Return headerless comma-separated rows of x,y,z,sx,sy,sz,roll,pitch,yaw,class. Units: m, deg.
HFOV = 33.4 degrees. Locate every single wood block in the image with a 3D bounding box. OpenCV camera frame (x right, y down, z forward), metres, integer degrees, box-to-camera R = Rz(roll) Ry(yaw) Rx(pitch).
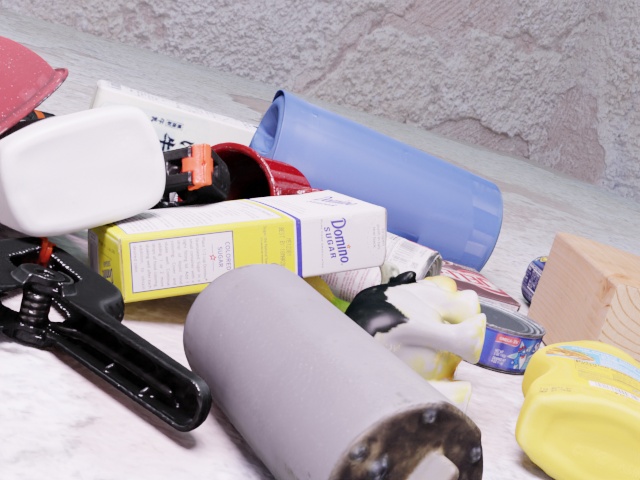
0.246,0.065,0.890,0.090,0.091,0.206,18,11,-4,wood block

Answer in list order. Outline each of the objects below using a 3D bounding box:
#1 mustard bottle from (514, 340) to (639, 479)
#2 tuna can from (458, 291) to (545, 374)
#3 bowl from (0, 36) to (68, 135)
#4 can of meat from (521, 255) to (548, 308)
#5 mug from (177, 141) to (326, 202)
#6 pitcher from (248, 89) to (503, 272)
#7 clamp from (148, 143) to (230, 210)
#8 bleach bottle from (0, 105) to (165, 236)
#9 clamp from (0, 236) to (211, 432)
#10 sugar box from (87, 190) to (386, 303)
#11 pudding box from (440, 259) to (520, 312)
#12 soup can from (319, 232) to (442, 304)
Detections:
0.174,0.103,0.670,0.096,0.058,0.191,19,11,9,mustard bottle
0.126,0.070,0.819,0.086,0.034,0.086,17,11,-4,tuna can
-0.241,-0.085,0.672,0.055,0.162,0.162,59,-5,-22,bowl
0.251,0.055,1.039,0.102,0.057,0.084,18,8,-1,can of meat
-0.046,-0.030,0.869,0.117,0.093,0.081,-7,-7,28,mug
0.045,-0.034,1.006,0.242,0.149,0.145,19,-5,-15,pitcher
-0.123,-0.033,0.750,0.120,0.039,0.172,-6,-11,-20,clamp
-0.200,-0.054,0.727,0.102,0.068,0.251,-19,16,-28,bleach bottle
-0.153,0.032,0.540,0.164,0.036,0.210,17,8,-23,clamp
-0.054,0.001,0.689,0.176,0.048,0.093,-4,12,-23,sugar box
0.100,0.041,0.906,0.113,0.039,0.090,13,12,-23,pudding box
0.034,0.022,0.817,0.102,0.068,0.068,22,12,17,soup can
